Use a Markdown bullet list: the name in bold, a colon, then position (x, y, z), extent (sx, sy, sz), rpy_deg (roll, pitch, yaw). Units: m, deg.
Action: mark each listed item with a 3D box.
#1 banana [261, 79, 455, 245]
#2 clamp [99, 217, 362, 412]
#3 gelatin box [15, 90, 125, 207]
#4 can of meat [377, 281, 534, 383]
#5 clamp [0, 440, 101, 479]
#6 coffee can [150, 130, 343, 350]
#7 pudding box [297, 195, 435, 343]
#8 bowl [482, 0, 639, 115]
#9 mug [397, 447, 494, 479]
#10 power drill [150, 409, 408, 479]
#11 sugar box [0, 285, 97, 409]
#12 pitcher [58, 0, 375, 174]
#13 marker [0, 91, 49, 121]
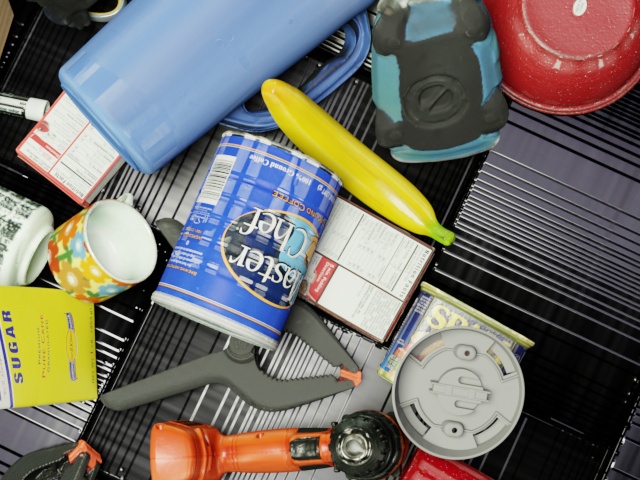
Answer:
- **banana**: position (0.028, -0.065, 0.865), extent (0.197, 0.070, 0.037), rpy_deg (37, 77, -13)
- **clamp**: position (-0.071, 0.093, 0.877), extent (0.210, 0.036, 0.164), rpy_deg (23, 86, 6)
- **gelatin box**: position (-0.199, -0.084, 0.898), extent (0.073, 0.030, 0.089), rpy_deg (38, 85, 3)
- **can of meat**: position (0.107, 0.094, 0.865), extent (0.102, 0.057, 0.084), rpy_deg (29, 89, 4)
- **clamp**: position (-0.244, 0.232, 0.847), extent (0.171, 0.039, 0.120), rpy_deg (-36, 57, -2)
- **coffee can**: position (-0.055, 0.001, 0.819), extent (0.103, 0.103, 0.140), rpy_deg (22, 81, 3)
- **pudding box**: position (0.025, 0.019, 0.882), extent (0.113, 0.039, 0.090), rpy_deg (30, 86, 2)
- **bowl**: position (0.208, -0.189, 0.889), extent (0.162, 0.055, 0.162), rpy_deg (0, 85, 1)
- **mug**: position (0.092, 0.221, 0.845), extent (0.081, 0.093, 0.117), rpy_deg (29, 122, 8)
- **power drill**: position (-0.029, 0.160, 0.806), extent (0.188, 0.184, 0.057), rpy_deg (-4, 77, 10)
- **sugar box**: position (-0.235, 0.081, 0.810), extent (0.048, 0.176, 0.093), rpy_deg (-6, 84, 18)
- **pitcher**: position (-0.077, -0.160, 0.847), extent (0.242, 0.145, 0.149), rpy_deg (-42, 78, -8)
- **marker**: position (-0.292, -0.122, 0.908), extent (0.121, 0.020, 0.020), rpy_deg (12, 85, 2)
